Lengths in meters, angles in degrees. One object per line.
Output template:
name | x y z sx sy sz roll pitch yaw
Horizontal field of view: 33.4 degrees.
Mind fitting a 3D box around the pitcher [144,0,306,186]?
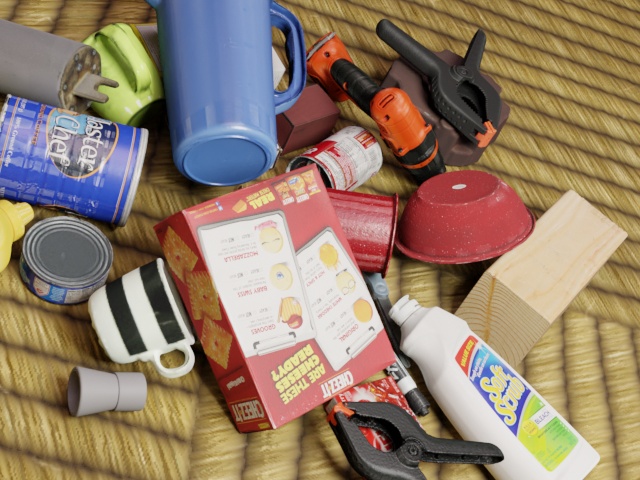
pitcher | -0.101 -0.182 1.156 0.149 0.145 0.243 -16 59 14

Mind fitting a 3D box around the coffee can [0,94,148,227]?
coffee can | -0.252 -0.079 1.063 0.140 0.103 0.103 14 47 -14

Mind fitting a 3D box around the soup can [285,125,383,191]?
soup can | 0.017 -0.084 1.221 0.068 0.069 0.102 42 46 13

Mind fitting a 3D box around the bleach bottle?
bleach bottle | 0.159 0.157 1.075 0.251 0.068 0.102 46 44 15

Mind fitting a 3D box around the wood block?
wood block | 0.251 0.039 1.209 0.090 0.091 0.205 41 47 13

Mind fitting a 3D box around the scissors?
scissors | 0.045 0.047 1.158 0.096 0.016 0.201 11 48 -15

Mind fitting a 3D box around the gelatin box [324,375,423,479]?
gelatin box | 0.058 0.182 1.035 0.073 0.030 0.089 -13 58 -33

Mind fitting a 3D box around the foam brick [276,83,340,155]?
foam brick | -0.025 -0.144 1.264 0.078 0.053 0.051 -22 63 -38

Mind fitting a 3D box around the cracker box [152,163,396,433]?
cracker box | -0.042 0.053 1.018 0.163 0.072 0.214 -23 91 -37

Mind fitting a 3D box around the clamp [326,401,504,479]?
clamp | 0.089 0.197 0.990 0.171 0.039 0.120 40 47 6

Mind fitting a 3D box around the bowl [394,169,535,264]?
bowl | 0.157 -0.036 1.196 0.162 0.055 0.162 -9 26 4

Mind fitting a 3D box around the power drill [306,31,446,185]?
power drill | 0.068 -0.156 1.273 0.057 0.184 0.188 -43 56 -3

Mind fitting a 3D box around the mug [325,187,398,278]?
mug | 0.035 -0.015 1.140 0.081 0.093 0.117 9 23 -2

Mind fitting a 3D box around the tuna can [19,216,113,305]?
tuna can | -0.246 0.020 1.029 0.086 0.034 0.086 13 47 -15

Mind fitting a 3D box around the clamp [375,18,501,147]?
clamp | 0.178 -0.204 1.345 0.164 0.036 0.210 -8 55 -31

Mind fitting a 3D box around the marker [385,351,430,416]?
marker | 0.075 0.130 1.097 0.020 0.020 0.121 -16 60 -35
